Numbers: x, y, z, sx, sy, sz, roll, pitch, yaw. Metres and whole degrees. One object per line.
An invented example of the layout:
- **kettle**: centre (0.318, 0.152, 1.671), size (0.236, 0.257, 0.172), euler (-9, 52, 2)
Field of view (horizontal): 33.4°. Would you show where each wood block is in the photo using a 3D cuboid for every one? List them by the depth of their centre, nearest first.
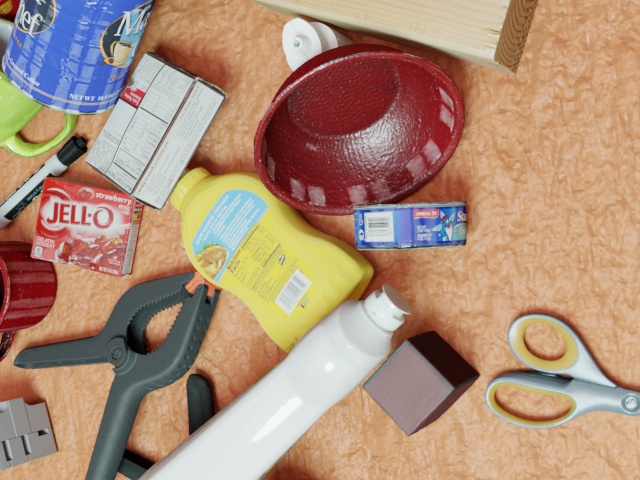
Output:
- **wood block**: centre (0.055, -0.199, 0.806), size (0.206, 0.090, 0.091), euler (19, 98, 20)

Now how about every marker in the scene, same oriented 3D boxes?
- **marker**: centre (-0.255, -0.053, 0.964), size (0.121, 0.020, 0.020), euler (-39, 77, 17)

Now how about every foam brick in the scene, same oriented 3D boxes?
- **foam brick**: centre (0.077, 0.106, 0.806), size (0.053, 0.078, 0.051), euler (45, 106, 16)

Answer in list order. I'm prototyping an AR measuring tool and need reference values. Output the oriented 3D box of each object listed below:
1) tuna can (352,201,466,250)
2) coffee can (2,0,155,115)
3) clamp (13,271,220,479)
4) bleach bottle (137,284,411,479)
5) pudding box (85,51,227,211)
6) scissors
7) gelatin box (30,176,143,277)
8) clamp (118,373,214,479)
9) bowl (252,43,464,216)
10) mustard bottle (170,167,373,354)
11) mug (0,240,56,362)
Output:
- **tuna can**: centre (0.068, -0.011, 0.804), size (0.086, 0.086, 0.034), euler (-2, 91, 21)
- **coffee can**: centre (-0.192, -0.189, 0.871), size (0.103, 0.102, 0.140), euler (40, 125, 16)
- **clamp**: centre (-0.173, 0.097, 0.919), size (0.210, 0.036, 0.165), euler (-50, 60, 8)
- **bleach bottle**: centre (-0.032, 0.126, 0.793), size (0.068, 0.102, 0.251), euler (47, 108, 3)
- **pudding box**: centre (-0.138, -0.092, 0.882), size (0.090, 0.039, 0.113), euler (33, 96, 46)
- **scissors**: centre (0.220, 0.099, 0.783), size (0.202, 0.016, 0.096), euler (-3, 89, 21)
- **gelatin box**: centre (-0.204, -0.013, 0.933), size (0.089, 0.030, 0.073), euler (12, 95, 12)
- **clamp**: centre (-0.112, 0.212, 0.902), size (0.120, 0.039, 0.171), euler (-33, 72, 24)
- **bowl**: centre (0.024, -0.093, 0.805), size (0.162, 0.162, 0.055), euler (-32, 47, 18)
- **mustard bottle**: centre (-0.055, 0.001, 0.866), size (0.192, 0.058, 0.096), euler (40, 110, 16)
- **mug**: centre (-0.289, 0.053, 0.945), size (0.093, 0.081, 0.117), euler (2, 91, 21)
